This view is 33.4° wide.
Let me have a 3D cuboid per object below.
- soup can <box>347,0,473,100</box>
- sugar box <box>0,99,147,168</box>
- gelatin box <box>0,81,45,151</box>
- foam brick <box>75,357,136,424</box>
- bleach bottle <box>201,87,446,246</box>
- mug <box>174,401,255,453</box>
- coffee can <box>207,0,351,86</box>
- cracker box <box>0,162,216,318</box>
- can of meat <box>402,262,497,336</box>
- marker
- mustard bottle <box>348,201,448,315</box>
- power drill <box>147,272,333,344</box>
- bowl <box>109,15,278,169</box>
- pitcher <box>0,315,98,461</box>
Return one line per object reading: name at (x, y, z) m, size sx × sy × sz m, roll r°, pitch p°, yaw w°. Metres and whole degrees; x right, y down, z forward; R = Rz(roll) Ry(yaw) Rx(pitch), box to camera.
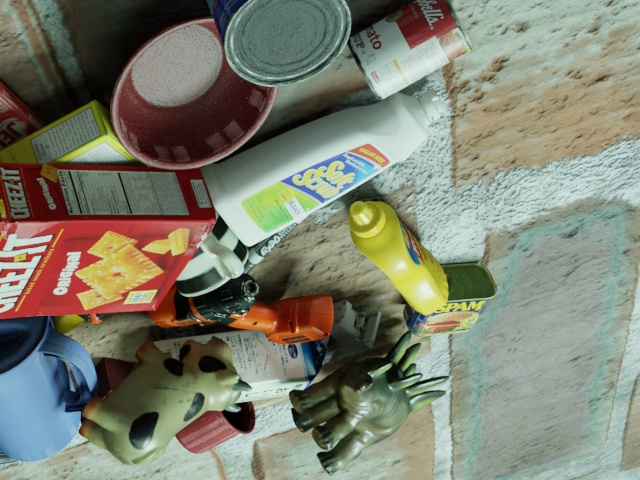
soup can at (0.085, -0.186, 1.011) m, size 0.102 × 0.068 × 0.068 m, roll -28°, pitch 142°, yaw 10°
sugar box at (-0.258, -0.059, 0.988) m, size 0.176 × 0.048 × 0.093 m, roll -24°, pitch 160°, yaw 8°
gelatin box at (-0.305, -0.099, 0.968) m, size 0.089 × 0.030 × 0.073 m, roll -28°, pitch 143°, yaw 10°
foam brick at (-0.262, 0.191, 1.328) m, size 0.052 × 0.051 × 0.078 m, roll 18°, pitch 129°, yaw -38°
bleach bottle at (0.009, -0.090, 1.101) m, size 0.251 × 0.068 × 0.102 m, roll -28°, pitch 142°, yaw 6°
mug at (-0.141, 0.226, 1.409) m, size 0.082 × 0.093 × 0.117 m, roll -31°, pitch 178°, yaw 20°
coffee can at (-0.044, -0.209, 0.862) m, size 0.102 × 0.140 × 0.103 m, roll -13°, pitch 142°, yaw -10°
cracker box at (-0.226, 0.005, 0.994) m, size 0.213 × 0.072 × 0.164 m, roll -2°, pitch 146°, yaw -37°
can of meat at (0.165, 0.078, 1.383) m, size 0.102 × 0.057 × 0.084 m, roll -3°, pitch 142°, yaw -21°
marker at (-0.058, 0.001, 1.215) m, size 0.020 × 0.020 × 0.121 m, roll 20°, pitch 127°, yaw -41°
mustard bottle at (0.082, 0.008, 1.225) m, size 0.058 × 0.096 × 0.191 m, roll -30°, pitch 142°, yaw 13°
power drill at (-0.078, 0.076, 1.217) m, size 0.187 × 0.057 × 0.185 m, roll 15°, pitch 163°, yaw -38°
bowl at (-0.120, -0.144, 0.965) m, size 0.162 × 0.055 × 0.162 m, roll -19°, pitch 138°, yaw -18°
pitcher at (-0.332, 0.152, 1.181) m, size 0.144 × 0.149 × 0.243 m, roll -27°, pitch 148°, yaw -16°
